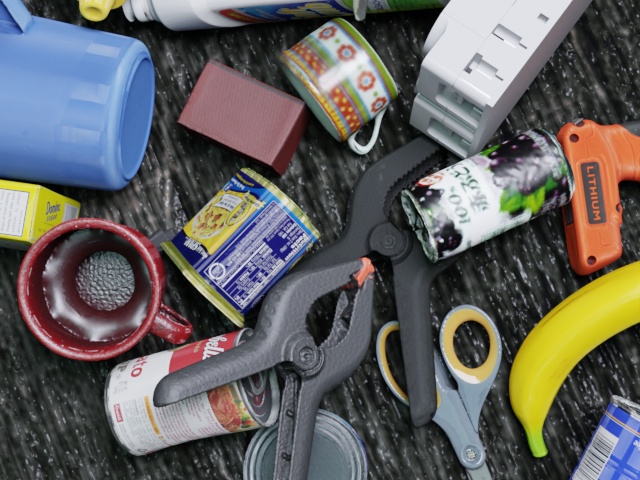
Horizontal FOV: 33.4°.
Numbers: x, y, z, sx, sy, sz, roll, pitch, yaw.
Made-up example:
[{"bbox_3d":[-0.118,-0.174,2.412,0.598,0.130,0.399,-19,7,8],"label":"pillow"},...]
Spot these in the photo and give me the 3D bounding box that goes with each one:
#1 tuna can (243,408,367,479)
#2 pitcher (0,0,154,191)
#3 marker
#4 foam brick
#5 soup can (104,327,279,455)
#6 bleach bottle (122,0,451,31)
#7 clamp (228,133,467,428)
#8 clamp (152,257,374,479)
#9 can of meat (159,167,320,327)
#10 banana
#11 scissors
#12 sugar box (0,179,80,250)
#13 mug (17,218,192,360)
[{"bbox_3d":[-0.009,0.160,0.746,0.086,0.033,0.086,-1,84,5],"label":"tuna can"},{"bbox_3d":[-0.245,-0.115,0.743,0.243,0.149,0.145,10,82,3],"label":"pitcher"},{"bbox_3d":[-0.156,0.028,0.780,0.121,0.020,0.020,-34,83,1],"label":"marker"},{"bbox_3d":[-0.053,-0.087,0.765,0.078,0.053,0.051,25,87,8],"label":"foam brick"},{"bbox_3d":[-0.087,0.105,0.732,0.102,0.068,0.068,-16,83,17],"label":"soup can"},{"bbox_3d":[-0.017,-0.186,0.759,0.251,0.102,0.068,-6,92,13],"label":"bleach bottle"},{"bbox_3d":[0.056,0.015,0.746,0.165,0.036,0.210,35,84,18],"label":"clamp"},{"bbox_3d":[-0.014,0.086,0.686,0.171,0.039,0.120,-43,111,-24],"label":"clamp"},{"bbox_3d":[-0.055,0.001,0.733,0.084,0.102,0.057,-46,115,-3],"label":"can of meat"},{"bbox_3d":[0.189,0.061,0.711,0.069,0.037,0.198,39,116,-7],"label":"banana"},{"bbox_3d":[0.117,0.132,0.746,0.096,0.016,0.202,-36,82,2],"label":"scissors"},{"bbox_3d":[-0.271,-0.025,0.758,0.176,0.093,0.048,10,85,5],"label":"sugar box"},{"bbox_3d":[-0.139,0.035,0.728,0.117,0.081,0.093,27,92,-2],"label":"mug"}]
